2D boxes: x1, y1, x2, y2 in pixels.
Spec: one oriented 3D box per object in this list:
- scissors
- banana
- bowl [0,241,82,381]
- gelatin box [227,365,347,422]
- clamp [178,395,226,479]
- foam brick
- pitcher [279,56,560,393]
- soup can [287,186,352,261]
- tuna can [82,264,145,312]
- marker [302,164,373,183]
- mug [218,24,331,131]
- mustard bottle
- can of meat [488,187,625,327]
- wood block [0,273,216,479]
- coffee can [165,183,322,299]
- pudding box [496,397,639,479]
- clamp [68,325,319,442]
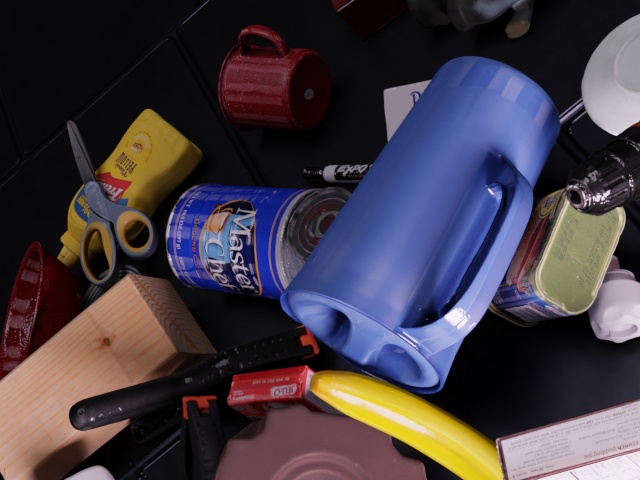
[{"bbox_3d":[-0.217,-0.049,1.109,0.096,0.016,0.202,-15,67,16],"label":"scissors"},{"bbox_3d":[0.084,0.144,0.777,0.198,0.069,0.037,32,97,6],"label":"banana"},{"bbox_3d":[-0.284,0.084,1.095,0.162,0.055,0.162,-42,42,53],"label":"bowl"},{"bbox_3d":[-0.021,0.135,0.876,0.073,0.089,0.030,-10,57,31],"label":"gelatin box"},{"bbox_3d":[-0.089,0.211,0.848,0.120,0.039,0.171,-10,83,62],"label":"clamp"},{"bbox_3d":[0.053,-0.254,1.090,0.078,0.053,0.051,-34,49,13],"label":"foam brick"},{"bbox_3d":[0.090,-0.017,0.795,0.149,0.145,0.242,24,70,20],"label":"pitcher"},{"bbox_3d":[0.027,0.008,0.911,0.069,0.102,0.068,-18,54,26],"label":"soup can"},{"bbox_3d":[-0.203,0.070,1.086,0.086,0.033,0.086,-18,54,26],"label":"tuna can"},{"bbox_3d":[0.033,-0.063,1.008,0.121,0.020,0.020,2,65,37],"label":"marker"},{"bbox_3d":[-0.045,-0.162,1.065,0.082,0.117,0.093,9,42,34],"label":"mug"},{"bbox_3d":[-0.217,-0.046,1.152,0.191,0.058,0.096,-50,51,0],"label":"mustard bottle"},{"bbox_3d":[0.176,0.011,0.806,0.102,0.057,0.084,-65,11,-15],"label":"can of meat"},{"bbox_3d":[-0.214,0.132,0.999,0.206,0.090,0.091,-39,74,10],"label":"wood block"},{"bbox_3d":[-0.056,0.001,0.976,0.141,0.102,0.102,5,66,38],"label":"coffee can"},{"bbox_3d":[0.188,0.147,0.717,0.114,0.090,0.039,-23,52,23],"label":"pudding box"},{"bbox_3d":[-0.102,0.128,0.938,0.210,0.164,0.036,-22,74,-3],"label":"clamp"}]
